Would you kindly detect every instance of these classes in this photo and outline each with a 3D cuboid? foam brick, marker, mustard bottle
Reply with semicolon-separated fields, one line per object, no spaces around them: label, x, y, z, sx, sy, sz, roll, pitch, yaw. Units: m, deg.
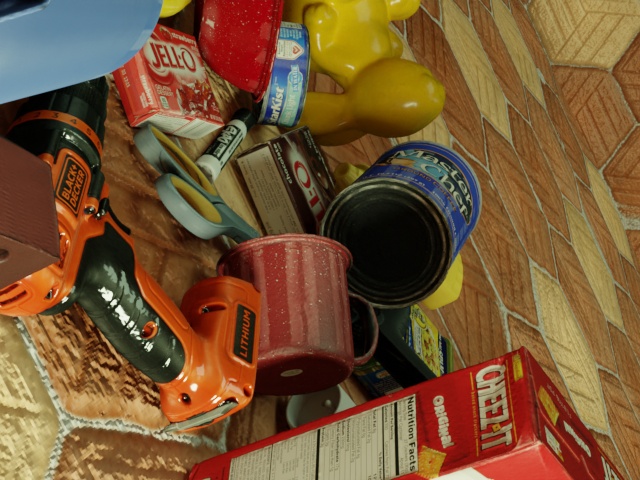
foam brick;-0.160;-0.006;0.462;0.053;0.078;0.051;32;39;-54
marker;-0.071;-0.073;0.803;0.020;0.020;0.121;59;23;-18
mustard bottle;0.068;-0.016;1.011;0.191;0.058;0.096;42;31;-44

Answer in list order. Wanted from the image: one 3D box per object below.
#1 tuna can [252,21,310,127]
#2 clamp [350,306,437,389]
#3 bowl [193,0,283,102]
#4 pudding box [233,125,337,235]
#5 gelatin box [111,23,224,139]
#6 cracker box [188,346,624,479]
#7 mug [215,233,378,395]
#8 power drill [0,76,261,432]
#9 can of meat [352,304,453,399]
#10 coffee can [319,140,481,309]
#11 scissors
tuna can;-0.033;-0.135;0.867;0.086;0.033;0.086;-175;-90;-79
clamp;0.022;0.068;0.817;0.120;0.039;0.171;13;26;-16
bowl;-0.065;-0.190;0.822;0.162;0.055;0.162;-176;-90;-78
pudding box;-0.018;-0.030;0.855;0.113;0.039;0.090;65;22;-5
gelatin box;-0.109;-0.113;0.743;0.089;0.030;0.073;4;64;-66
cracker box;0.055;0.159;0.600;0.164;0.214;0.072;49;28;-36
mug;-0.011;0.054;0.710;0.117;0.093;0.081;14;57;-33
power drill;-0.108;0.005;0.599;0.187;0.057;0.184;48;30;-34
can of meat;0.068;0.097;0.901;0.084;0.058;0.102;51;27;-30
coffee can;0.067;-0.016;0.850;0.103;0.103;0.140;63;23;-8
scissors;-0.055;0.001;0.729;0.201;0.016;0.096;47;13;-25
